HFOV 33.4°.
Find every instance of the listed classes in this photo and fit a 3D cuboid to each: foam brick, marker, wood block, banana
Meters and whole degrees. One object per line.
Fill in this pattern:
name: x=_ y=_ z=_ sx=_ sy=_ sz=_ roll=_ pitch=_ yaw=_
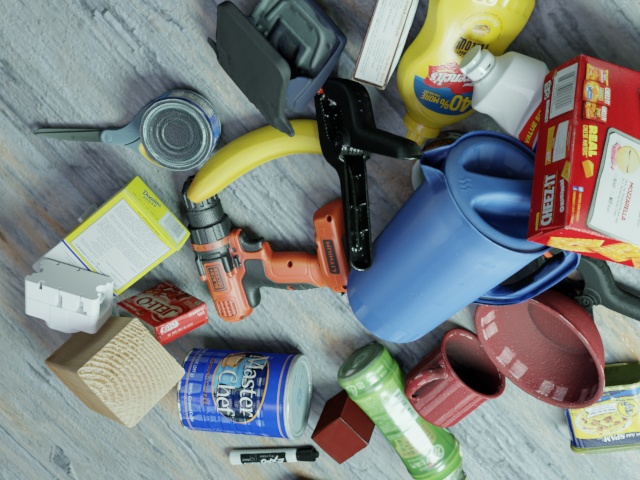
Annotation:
foam brick: x=0.032 y=0.222 z=1.296 sx=0.051 sy=0.078 sz=0.053 roll=46 pitch=119 yaw=-9
marker: x=-0.060 y=0.280 z=1.387 sx=0.121 sy=0.020 sz=0.020 roll=-6 pitch=115 yaw=19
wood block: x=-0.248 y=0.150 z=1.265 sx=0.090 sy=0.090 sz=0.206 roll=50 pitch=160 yaw=-14
banana: x=-0.056 y=-0.093 z=1.161 sx=0.198 sy=0.069 sz=0.037 roll=-12 pitch=155 yaw=15

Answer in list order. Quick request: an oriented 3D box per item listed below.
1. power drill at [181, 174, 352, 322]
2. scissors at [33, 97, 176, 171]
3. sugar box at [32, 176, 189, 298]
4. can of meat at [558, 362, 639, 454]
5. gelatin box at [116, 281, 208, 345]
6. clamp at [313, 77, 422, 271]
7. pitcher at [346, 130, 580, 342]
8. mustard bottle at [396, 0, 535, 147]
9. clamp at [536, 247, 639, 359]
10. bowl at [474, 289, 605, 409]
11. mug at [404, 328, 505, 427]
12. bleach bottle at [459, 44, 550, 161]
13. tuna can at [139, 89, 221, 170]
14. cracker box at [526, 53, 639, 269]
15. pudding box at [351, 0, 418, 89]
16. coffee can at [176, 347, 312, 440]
power drill: x=-0.058 y=0.001 z=1.219 sx=0.188 sy=0.057 sz=0.184 roll=-6 pitch=115 yaw=21
scissors: x=-0.230 y=-0.135 z=1.218 sx=0.202 sy=0.016 sz=0.096 roll=18 pitch=119 yaw=6
sugar box: x=-0.243 y=0.011 z=1.233 sx=0.176 sy=0.048 sz=0.093 roll=-33 pitch=104 yaw=32
can of meat: x=0.325 y=0.189 z=1.206 sx=0.102 sy=0.057 sz=0.084 roll=-10 pitch=112 yaw=20
gelatin box: x=-0.187 y=0.085 z=1.268 sx=0.089 sy=0.073 sz=0.030 roll=24 pitch=129 yaw=45
clamp: x=0.033 y=-0.085 z=1.073 sx=0.036 sy=0.210 sz=0.165 roll=-1 pitch=131 yaw=-24
pitcher: x=0.133 y=0.014 z=1.070 sx=0.149 sy=0.144 sz=0.243 roll=63 pitch=144 yaw=17
mustard bottle: x=0.130 y=-0.175 z=1.063 sx=0.096 sy=0.058 sz=0.192 roll=10 pitch=125 yaw=-21
clamp: x=0.301 y=0.058 z=1.152 sx=0.120 sy=0.039 sz=0.171 roll=-26 pitch=110 yaw=31
bowl: x=0.248 y=0.105 z=1.158 sx=0.162 sy=0.055 sz=0.162 roll=32 pitch=147 yaw=24
mug: x=0.142 y=0.162 z=1.216 sx=0.082 sy=0.117 sz=0.093 roll=-47 pitch=60 yaw=35
bleach bottle: x=0.230 y=-0.097 z=1.050 sx=0.250 sy=0.068 sz=0.103 roll=37 pitch=119 yaw=-18
tuna can: x=-0.155 y=-0.121 z=1.176 sx=0.086 sy=0.033 sz=0.086 roll=4 pitch=114 yaw=9
cracker box: x=0.301 y=-0.059 z=0.981 sx=0.213 sy=0.164 sz=0.072 roll=13 pitch=166 yaw=-20
pudding box: x=0.069 y=-0.216 z=1.045 sx=0.039 sy=0.090 sz=0.114 roll=19 pitch=121 yaw=5
coffee can: x=-0.090 y=0.185 z=1.297 sx=0.140 sy=0.102 sz=0.103 roll=2 pitch=118 yaw=15
